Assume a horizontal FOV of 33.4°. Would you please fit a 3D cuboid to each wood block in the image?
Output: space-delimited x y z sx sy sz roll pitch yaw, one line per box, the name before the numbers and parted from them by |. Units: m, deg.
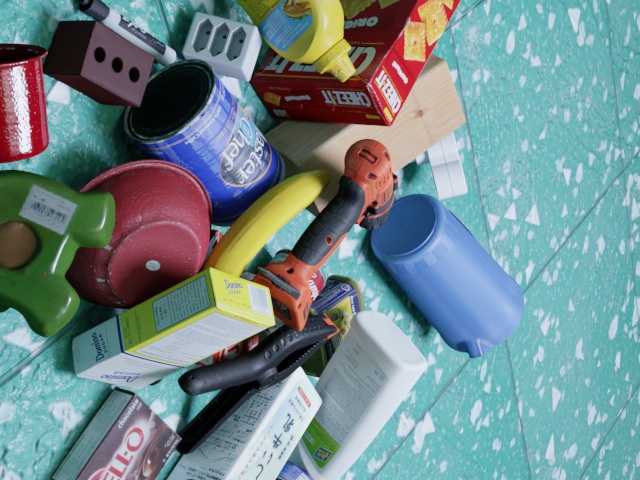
wood block | 0.050 -0.124 1.204 0.206 0.090 0.091 -35 128 -12

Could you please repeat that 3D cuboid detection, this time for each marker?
marker | -0.182 -0.198 1.006 0.121 0.020 0.020 30 73 -51

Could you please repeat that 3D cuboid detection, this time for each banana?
banana | -0.065 -0.001 1.046 0.198 0.037 0.069 -52 156 -2

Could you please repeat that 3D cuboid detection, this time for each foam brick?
foam brick | -0.200 -0.159 0.964 0.078 0.051 0.053 26 77 -52

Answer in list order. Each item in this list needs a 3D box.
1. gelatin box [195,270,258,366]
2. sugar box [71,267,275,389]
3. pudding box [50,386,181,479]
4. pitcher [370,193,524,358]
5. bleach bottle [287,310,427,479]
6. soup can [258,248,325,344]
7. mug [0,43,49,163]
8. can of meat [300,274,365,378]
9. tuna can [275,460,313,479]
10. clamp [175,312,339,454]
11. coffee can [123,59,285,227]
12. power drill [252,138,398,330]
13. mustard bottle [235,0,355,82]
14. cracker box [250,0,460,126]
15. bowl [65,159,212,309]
gelatin box | -0.095 0.083 1.111 0.073 0.030 0.089 -18 119 -52
sugar box | -0.139 0.085 1.002 0.093 0.176 0.048 25 47 -53
pudding box | -0.200 0.216 1.056 0.113 0.039 0.090 -59 138 -26
pitcher | 0.168 0.034 1.440 0.145 0.149 0.242 -48 134 -4
bleach bottle | 0.018 0.207 1.253 0.067 0.103 0.251 3 128 -51
soup can | -0.049 0.068 1.199 0.102 0.069 0.068 -54 135 -30
mug | -0.275 -0.109 0.857 0.117 0.093 0.081 -9 112 -20
can of meat | 0.009 0.105 1.293 0.083 0.058 0.102 -32 121 -42
tuna can | -0.040 0.300 1.247 0.033 0.086 0.086 -35 124 -46
clamp | -0.071 0.143 1.127 0.209 0.036 0.165 -28 156 -32
coffee can | -0.112 -0.094 1.051 0.140 0.103 0.102 51 58 -45
power drill | 0.010 -0.001 1.092 0.187 0.057 0.184 -55 165 -13
mustard bottle | -0.032 -0.236 1.061 0.191 0.096 0.058 50 49 -4
cracker box | 0.044 -0.229 1.175 0.213 0.164 0.072 -60 137 -25
bowl | -0.163 0.008 0.989 0.161 0.055 0.162 -18 130 -23
